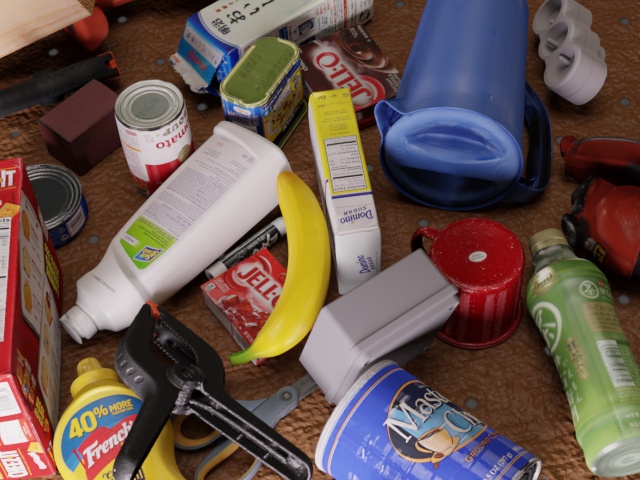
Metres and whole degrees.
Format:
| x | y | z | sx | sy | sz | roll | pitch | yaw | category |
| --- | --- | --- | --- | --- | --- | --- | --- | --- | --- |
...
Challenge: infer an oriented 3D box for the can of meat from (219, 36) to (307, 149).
| x | y | z | sx | sy | sz | roll | pitch | yaw | category |
| --- | --- | --- | --- | --- | --- | --- | --- | --- | --- |
| -0.057 | -0.143 | 1.076 | 0.057 | 0.084 | 0.102 | 21 | 57 | 18 | can of meat |

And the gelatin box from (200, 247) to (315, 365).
| x | y | z | sx | sy | sz | roll | pitch | yaw | category |
| --- | --- | --- | --- | --- | --- | --- | --- | --- | --- |
| -0.053 | 0.057 | 0.957 | 0.073 | 0.030 | 0.089 | -31 | 58 | -20 | gelatin box |

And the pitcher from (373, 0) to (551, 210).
| x | y | z | sx | sy | sz | roll | pitch | yaw | category |
| --- | --- | --- | --- | --- | --- | --- | --- | --- | --- |
| 0.151 | -0.152 | 1.054 | 0.145 | 0.149 | 0.242 | -2 | 48 | 21 | pitcher |

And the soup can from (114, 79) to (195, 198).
| x | y | z | sx | sy | sz | roll | pitch | yaw | category |
| --- | --- | --- | --- | --- | --- | --- | --- | --- | --- |
| -0.158 | -0.098 | 1.036 | 0.068 | 0.102 | 0.068 | -2 | 52 | 2 | soup can |

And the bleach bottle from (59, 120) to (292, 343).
| x | y | z | sx | sy | sz | roll | pitch | yaw | category |
| --- | --- | --- | --- | --- | --- | --- | --- | --- | --- |
| -0.141 | -0.003 | 0.988 | 0.250 | 0.068 | 0.103 | -44 | 46 | -21 | bleach bottle |

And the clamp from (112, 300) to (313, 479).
| x | y | z | sx | sy | sz | roll | pitch | yaw | category |
| --- | --- | --- | --- | --- | --- | --- | --- | --- | --- |
| -0.118 | 0.123 | 0.852 | 0.164 | 0.036 | 0.210 | 4 | 33 | -39 | clamp |

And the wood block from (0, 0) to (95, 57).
| x | y | z | sx | sy | sz | roll | pitch | yaw | category |
| --- | --- | --- | --- | --- | --- | --- | --- | --- | --- |
| -0.340 | -0.259 | 1.125 | 0.206 | 0.090 | 0.091 | -17 | 50 | 26 | wood block |

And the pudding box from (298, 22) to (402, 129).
| x | y | z | sx | sy | sz | roll | pitch | yaw | category |
| --- | --- | --- | --- | --- | --- | --- | --- | --- | --- |
| 0.028 | -0.168 | 1.117 | 0.090 | 0.039 | 0.113 | -23 | 55 | -14 | pudding box |

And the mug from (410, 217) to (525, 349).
| x | y | z | sx | sy | sz | roll | pitch | yaw | category |
| --- | --- | --- | --- | --- | --- | --- | --- | --- | --- |
| 0.126 | 0.028 | 0.935 | 0.093 | 0.081 | 0.117 | -37 | 59 | -22 | mug |

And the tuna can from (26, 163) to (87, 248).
| x | y | z | sx | sy | sz | roll | pitch | yaw | category |
| --- | --- | --- | --- | --- | --- | --- | --- | --- | --- |
| -0.271 | -0.032 | 1.036 | 0.086 | 0.034 | 0.086 | -2 | 53 | 2 | tuna can |

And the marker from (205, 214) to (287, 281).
| x | y | z | sx | sy | sz | roll | pitch | yaw | category |
| --- | --- | --- | --- | --- | --- | --- | --- | --- | --- |
| -0.057 | 0.001 | 1.007 | 0.121 | 0.020 | 0.020 | -37 | 59 | -22 | marker |

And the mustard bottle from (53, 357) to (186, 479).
| x | y | z | sx | sy | sz | roll | pitch | yaw | category |
| --- | --- | --- | --- | --- | --- | --- | --- | --- | --- |
| -0.161 | 0.174 | 0.858 | 0.096 | 0.058 | 0.192 | -24 | 54 | -7 | mustard bottle |

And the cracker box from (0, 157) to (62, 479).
| x | y | z | sx | sy | sz | roll | pitch | yaw | category |
| --- | --- | --- | --- | --- | --- | --- | --- | --- | --- |
| -0.264 | 0.066 | 0.880 | 0.072 | 0.164 | 0.214 | -7 | 53 | -4 | cracker box |

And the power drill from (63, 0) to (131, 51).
| x | y | z | sx | sy | sz | roll | pitch | yaw | category |
| --- | --- | --- | --- | --- | --- | --- | --- | --- | --- |
| -0.192 | -0.277 | 1.183 | 0.187 | 0.057 | 0.185 | -29 | 37 | -19 | power drill |

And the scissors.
| x | y | z | sx | sy | sz | roll | pitch | yaw | category |
| --- | --- | --- | --- | --- | --- | --- | --- | --- | --- |
| -0.049 | 0.131 | 0.909 | 0.096 | 0.016 | 0.201 | 28 | 59 | 23 | scissors |

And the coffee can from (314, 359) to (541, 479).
| x | y | z | sx | sy | sz | roll | pitch | yaw | category |
| --- | --- | --- | --- | --- | --- | --- | --- | --- | --- |
| 0.081 | 0.171 | 0.816 | 0.140 | 0.103 | 0.102 | 32 | 61 | 24 | coffee can |

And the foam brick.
| x | y | z | sx | sy | sz | roll | pitch | yaw | category |
| --- | --- | --- | --- | --- | --- | --- | --- | --- | --- |
| -0.237 | -0.116 | 1.087 | 0.051 | 0.053 | 0.078 | 35 | 61 | 26 | foam brick |

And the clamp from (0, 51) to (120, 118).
| x | y | z | sx | sy | sz | roll | pitch | yaw | category |
| --- | --- | --- | --- | --- | --- | --- | --- | --- | --- |
| -0.286 | -0.156 | 1.098 | 0.171 | 0.039 | 0.120 | -26 | 18 | -16 | clamp |

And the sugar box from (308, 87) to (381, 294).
| x | y | z | sx | sy | sz | roll | pitch | yaw | category |
| --- | --- | --- | --- | --- | --- | --- | --- | --- | --- |
| 0.023 | -0.048 | 0.993 | 0.048 | 0.093 | 0.176 | -10 | 54 | -4 | sugar box |

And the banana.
| x | y | z | sx | sy | sz | roll | pitch | yaw | category |
| --- | --- | --- | --- | --- | --- | --- | --- | --- | --- |
| -0.024 | 0.023 | 0.933 | 0.069 | 0.037 | 0.197 | 13 | 59 | 2 | banana |
